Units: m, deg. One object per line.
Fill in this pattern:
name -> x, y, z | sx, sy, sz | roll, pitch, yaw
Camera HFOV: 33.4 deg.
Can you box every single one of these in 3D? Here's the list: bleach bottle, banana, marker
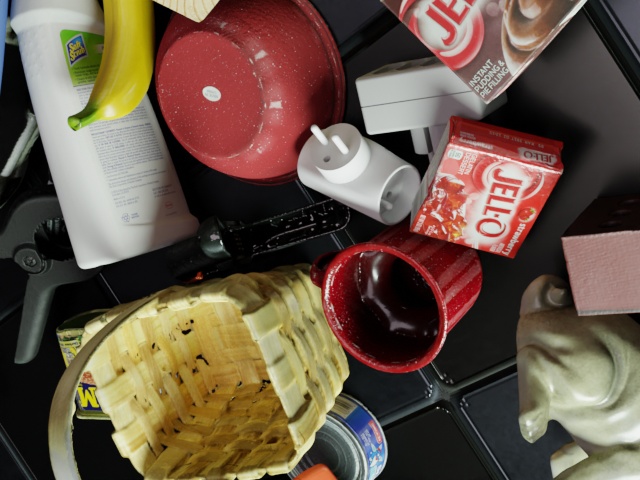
bleach bottle -> -0.173, -0.111, 0.821 | 0.068, 0.102, 0.251 | -13, 95, 38
banana -> -0.149, -0.172, 0.778 | 0.037, 0.069, 0.198 | -5, 81, 25
marker -> -0.230, -0.024, 0.930 | 0.020, 0.020, 0.121 | 24, 121, 22

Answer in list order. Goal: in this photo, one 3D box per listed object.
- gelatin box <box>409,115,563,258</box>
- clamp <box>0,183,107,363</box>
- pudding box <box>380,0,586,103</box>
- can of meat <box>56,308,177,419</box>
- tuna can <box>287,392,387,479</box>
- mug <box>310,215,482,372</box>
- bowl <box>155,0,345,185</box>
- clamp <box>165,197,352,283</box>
gelatin box -> 0.104, -0.033, 0.678 | 0.073, 0.030, 0.089 | 14, 140, -5
clamp -> -0.254, 0.005, 0.913 | 0.210, 0.036, 0.164 | -37, 113, 25
pudding box -> 0.101, -0.148, 0.602 | 0.090, 0.039, 0.114 | 45, 125, 6
can of meat -> -0.176, 0.106, 0.929 | 0.102, 0.057, 0.084 | -5, 105, 34
tuna can -> 0.008, 0.165, 0.851 | 0.086, 0.033, 0.086 | 13, 116, 27
mug -> 0.050, 0.029, 0.737 | 0.117, 0.081, 0.093 | 12, 116, 28
bowl -> -0.064, -0.109, 0.767 | 0.162, 0.055, 0.162 | 13, 116, 27
clamp -> -0.055, 0.001, 0.792 | 0.172, 0.120, 0.039 | 160, 104, -65
